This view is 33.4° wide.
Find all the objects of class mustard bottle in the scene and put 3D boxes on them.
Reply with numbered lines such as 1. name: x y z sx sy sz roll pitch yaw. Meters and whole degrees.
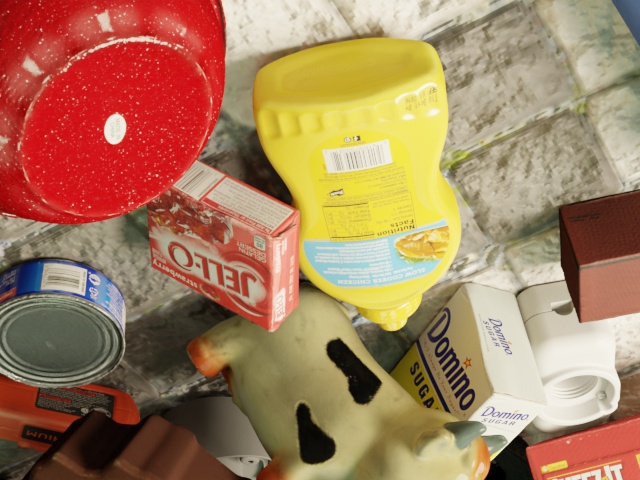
1. mustard bottle: 0.028 -0.017 0.588 0.096 0.058 0.191 -9 134 5

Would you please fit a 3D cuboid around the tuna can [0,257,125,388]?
1. tuna can: -0.162 0.051 0.650 0.086 0.034 0.086 -3 134 -3

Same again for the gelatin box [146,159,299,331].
1. gelatin box: -0.054 0.001 0.584 0.089 0.030 0.073 27 139 22

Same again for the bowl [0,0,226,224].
1. bowl: -0.102 -0.063 0.485 0.161 0.055 0.162 -22 137 -23

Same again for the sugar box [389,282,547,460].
1. sugar box: 0.073 0.118 0.701 0.048 0.093 0.176 14 130 -20

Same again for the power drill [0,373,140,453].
1. power drill: -0.207 0.179 0.714 0.184 0.057 0.188 13 112 -16
